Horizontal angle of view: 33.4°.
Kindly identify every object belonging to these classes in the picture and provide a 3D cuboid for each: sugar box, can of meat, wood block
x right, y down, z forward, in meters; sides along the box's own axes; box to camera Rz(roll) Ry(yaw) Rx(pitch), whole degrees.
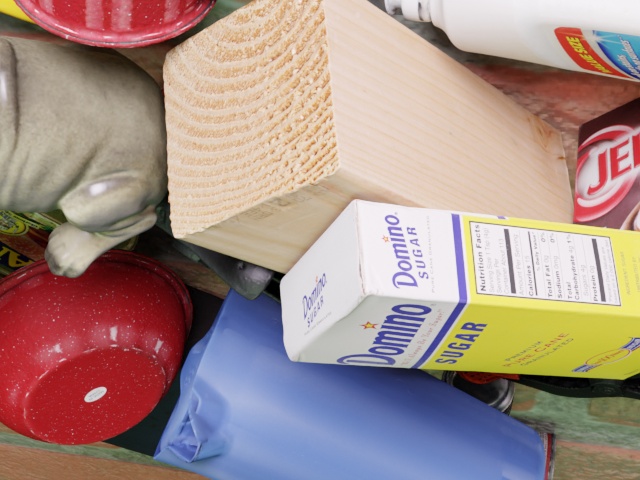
[{"bbox_3d":[0.080,0.027,0.458,0.176,0.048,0.093,3,157,-20],"label":"sugar box"},{"bbox_3d":[-0.179,-0.013,0.702,0.102,0.057,0.084,31,142,-29],"label":"can of meat"},{"bbox_3d":[0.033,-0.030,0.498,0.090,0.091,0.205,-21,154,34],"label":"wood block"}]

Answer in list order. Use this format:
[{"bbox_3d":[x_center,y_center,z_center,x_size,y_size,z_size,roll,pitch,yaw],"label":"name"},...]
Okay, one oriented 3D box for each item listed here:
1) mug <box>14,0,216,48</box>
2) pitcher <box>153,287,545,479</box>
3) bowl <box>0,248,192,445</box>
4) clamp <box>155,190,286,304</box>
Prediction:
[{"bbox_3d":[-0.071,-0.134,0.425,0.117,0.093,0.082,23,145,5],"label":"mug"},{"bbox_3d":[0.022,0.124,0.722,0.242,0.149,0.145,25,160,-5],"label":"pitcher"},{"bbox_3d":[-0.152,0.082,0.692,0.162,0.055,0.162,-16,136,-16],"label":"bowl"},{"bbox_3d":[-0.054,0.001,0.606,0.210,0.036,0.164,33,178,39],"label":"clamp"}]
